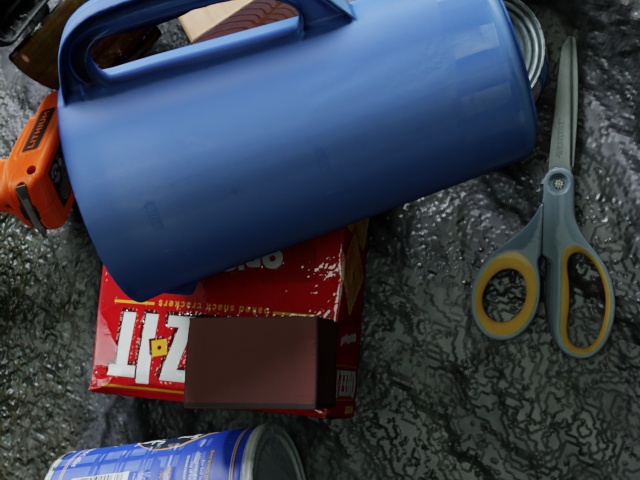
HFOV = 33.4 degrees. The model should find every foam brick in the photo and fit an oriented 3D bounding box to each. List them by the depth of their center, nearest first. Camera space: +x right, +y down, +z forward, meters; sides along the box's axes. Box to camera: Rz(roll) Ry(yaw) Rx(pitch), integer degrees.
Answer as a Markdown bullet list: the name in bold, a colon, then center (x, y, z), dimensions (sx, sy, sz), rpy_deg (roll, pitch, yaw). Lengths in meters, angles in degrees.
- **foam brick**: center (-0.033, 0.071, 0.612), dimensions (0.078, 0.053, 0.051), rpy_deg (-2, 82, 13)

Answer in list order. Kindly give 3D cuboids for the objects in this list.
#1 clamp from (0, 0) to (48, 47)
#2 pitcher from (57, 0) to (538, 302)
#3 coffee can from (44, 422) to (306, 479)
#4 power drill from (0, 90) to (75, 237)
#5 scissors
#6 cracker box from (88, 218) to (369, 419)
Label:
- **clamp**: center (-0.184, -0.186, 0.727), dimensions (0.120, 0.171, 0.039), rpy_deg (-41, 110, -1)
- **pitcher**: center (-0.014, -0.070, 0.582), dimensions (0.243, 0.149, 0.145), rpy_deg (-18, 80, 5)
- **coffee can**: center (-0.088, 0.173, 0.658), dimensions (0.140, 0.102, 0.103), rpy_deg (-11, 78, 16)
- **power drill**: center (-0.260, -0.069, 0.761), dimensions (0.188, 0.057, 0.184), rpy_deg (-1, 51, 12)
- **scissors**: center (0.131, -0.023, 0.666), dimensions (0.096, 0.016, 0.202), rpy_deg (-12, 77, 16)
- **cracker box**: center (-0.055, 0.001, 0.693), dimensions (0.164, 0.072, 0.214), rpy_deg (3, 82, 18)
